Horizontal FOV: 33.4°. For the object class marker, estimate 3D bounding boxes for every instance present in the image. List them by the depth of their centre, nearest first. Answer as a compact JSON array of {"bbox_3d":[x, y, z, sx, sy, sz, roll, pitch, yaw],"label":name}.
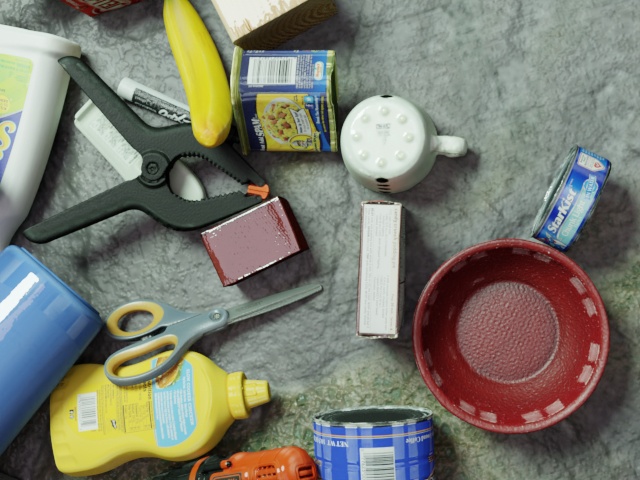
[{"bbox_3d":[-0.126,-0.115,0.962,0.121,0.020,0.020,25,93,7],"label":"marker"}]

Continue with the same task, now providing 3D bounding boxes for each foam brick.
[{"bbox_3d":[-0.056,0.001,0.935,0.078,0.053,0.051,-26,86,8],"label":"foam brick"}]

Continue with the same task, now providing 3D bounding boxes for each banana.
[{"bbox_3d":[-0.108,-0.144,0.919,0.037,0.069,0.198,-32,57,17],"label":"banana"}]

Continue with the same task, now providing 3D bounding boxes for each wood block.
[{"bbox_3d":[-0.074,-0.274,0.923,0.091,0.090,0.206,-27,86,7],"label":"wood block"}]

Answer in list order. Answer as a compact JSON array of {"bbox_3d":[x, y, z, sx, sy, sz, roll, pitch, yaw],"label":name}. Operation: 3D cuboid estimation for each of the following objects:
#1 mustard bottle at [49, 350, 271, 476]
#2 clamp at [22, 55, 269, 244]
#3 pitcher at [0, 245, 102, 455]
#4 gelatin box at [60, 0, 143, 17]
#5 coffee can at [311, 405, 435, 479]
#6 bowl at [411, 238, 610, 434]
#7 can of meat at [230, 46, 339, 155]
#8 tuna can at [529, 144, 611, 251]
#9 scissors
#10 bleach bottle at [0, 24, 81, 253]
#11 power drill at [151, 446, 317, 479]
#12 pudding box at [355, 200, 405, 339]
[{"bbox_3d":[-0.138,0.147,0.940,0.192,0.058,0.096,-10,67,7],"label":"mustard bottle"},{"bbox_3d":[-0.147,-0.072,0.925,0.210,0.036,0.164,5,91,-1],"label":"clamp"},{"bbox_3d":[-0.306,0.123,0.913,0.149,0.145,0.242,36,79,24],"label":"pitcher"},{"bbox_3d":[-0.187,-0.226,0.937,0.073,0.089,0.030,-15,89,7],"label":"gelatin box"},{"bbox_3d":[0.047,0.215,0.894,0.103,0.102,0.140,-3,89,7],"label":"coffee can"},{"bbox_3d":[0.159,0.079,0.904,0.162,0.055,0.162,0,89,8],"label":"bowl"},{"bbox_3d":[-0.028,-0.118,0.909,0.084,0.102,0.057,1,59,5],"label":"can of meat"},{"bbox_3d":[0.207,-0.034,0.883,0.034,0.086,0.086,26,93,5],"label":"tuna can"},{"bbox_3d":[-0.107,0.062,0.954,0.201,0.016,0.096,-29,49,-15],"label":"scissors"},{"bbox_3d":[-0.291,-0.065,0.963,0.103,0.068,0.251,12,93,14],"label":"bleach bottle"},{"bbox_3d":[-0.070,0.273,0.894,0.185,0.057,0.187,-19,78,38],"label":"power drill"},{"bbox_3d":[0.051,0.023,0.902,0.039,0.090,0.113,0,90,7],"label":"pudding box"}]
